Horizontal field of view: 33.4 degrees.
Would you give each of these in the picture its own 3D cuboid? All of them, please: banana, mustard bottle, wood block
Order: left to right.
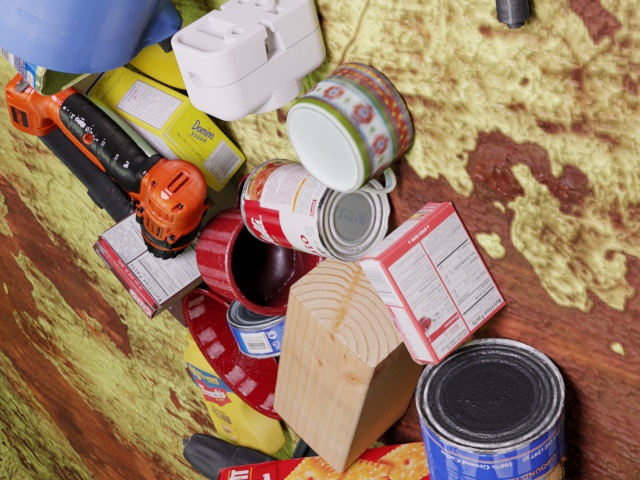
[{"bbox_3d":[-0.135,-0.164,0.873,0.198,0.037,0.069,37,151,28],"label":"banana"},{"bbox_3d":[-0.105,0.157,1.197,0.096,0.058,0.191,19,139,45],"label":"mustard bottle"},{"bbox_3d":[0.027,0.096,0.876,0.090,0.090,0.206,42,152,20],"label":"wood block"}]

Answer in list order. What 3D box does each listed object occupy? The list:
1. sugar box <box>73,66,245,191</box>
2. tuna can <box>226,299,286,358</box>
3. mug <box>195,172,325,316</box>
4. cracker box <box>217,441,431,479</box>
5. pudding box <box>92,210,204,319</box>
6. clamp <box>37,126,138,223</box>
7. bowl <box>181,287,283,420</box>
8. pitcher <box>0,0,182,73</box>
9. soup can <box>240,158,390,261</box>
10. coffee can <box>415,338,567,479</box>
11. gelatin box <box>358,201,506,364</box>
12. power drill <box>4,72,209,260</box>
[{"bbox_3d":[-0.153,-0.109,0.934,0.176,0.048,0.093,32,169,39],"label":"sugar box"},{"bbox_3d":[-0.039,0.066,0.949,0.086,0.086,0.033,14,134,51],"label":"tuna can"},{"bbox_3d":[-0.056,0.001,0.907,0.082,0.093,0.117,9,105,60],"label":"mug"},{"bbox_3d":[0.027,0.269,0.980,0.214,0.072,0.164,-9,127,11],"label":"cracker box"},{"bbox_3d":[-0.145,0.007,1.013,0.090,0.113,0.039,51,148,3],"label":"pudding box"},{"bbox_3d":[-0.226,-0.057,1.108,0.210,0.036,0.164,50,179,-4],"label":"clamp"},{"bbox_3d":[-0.067,0.100,1.068,0.162,0.055,0.162,38,150,26],"label":"bowl"},{"bbox_3d":[-0.143,-0.230,0.645,0.145,0.149,0.243,52,138,15],"label":"pitcher"},{"bbox_3d":[-0.004,-0.024,0.802,0.102,0.068,0.068,14,134,52],"label":"soup can"},{"bbox_3d":[0.128,0.156,0.776,0.103,0.102,0.140,29,145,39],"label":"coffee can"},{"bbox_3d":[0.077,0.029,0.733,0.030,0.073,0.089,0,124,59],"label":"gelatin box"},{"bbox_3d":[-0.176,-0.066,0.900,0.187,0.057,0.185,40,159,1],"label":"power drill"}]
